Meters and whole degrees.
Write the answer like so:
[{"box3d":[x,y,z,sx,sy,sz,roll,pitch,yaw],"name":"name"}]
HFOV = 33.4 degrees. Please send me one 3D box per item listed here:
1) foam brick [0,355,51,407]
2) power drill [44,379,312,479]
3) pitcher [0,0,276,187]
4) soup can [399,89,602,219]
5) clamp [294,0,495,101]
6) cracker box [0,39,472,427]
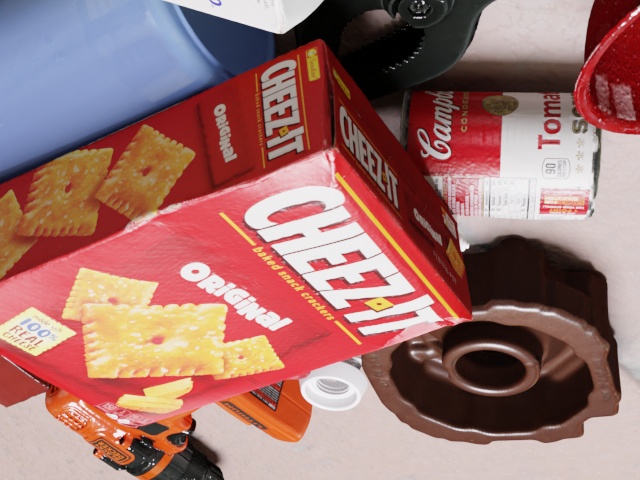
[{"box3d":[-0.218,0.072,0.770,0.053,0.078,0.051,-23,127,32],"name":"foam brick"},{"box3d":[-0.098,0.144,0.838,0.188,0.057,0.184,-26,127,35],"name":"power drill"},{"box3d":[-0.152,-0.087,0.552,0.243,0.145,0.149,-21,142,27],"name":"pitcher"},{"box3d":[0.096,-0.046,0.573,0.102,0.068,0.068,2,138,10],"name":"soup can"},{"box3d":[0.058,-0.124,0.510,0.164,0.036,0.210,13,148,-18],"name":"clamp"},{"box3d":[-0.054,0.013,0.529,0.214,0.072,0.164,-20,143,20],"name":"cracker box"}]
